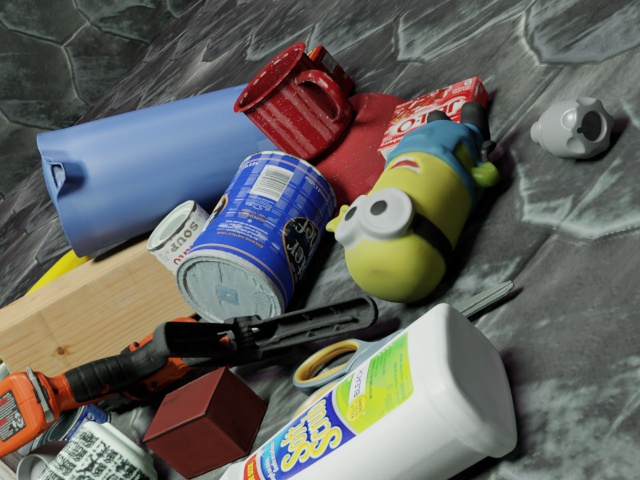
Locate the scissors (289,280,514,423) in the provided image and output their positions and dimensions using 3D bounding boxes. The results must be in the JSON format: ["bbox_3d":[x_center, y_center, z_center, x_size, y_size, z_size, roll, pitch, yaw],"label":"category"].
[{"bbox_3d":[0.045,0.089,0.741,0.202,0.016,0.096,-23,31,45],"label":"scissors"}]

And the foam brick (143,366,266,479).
[{"bbox_3d":[-0.091,0.144,0.843,0.078,0.051,0.053,-29,25,37],"label":"foam brick"}]

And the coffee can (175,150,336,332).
[{"bbox_3d":[-0.056,0.001,0.974,0.103,0.102,0.140,-25,29,44],"label":"coffee can"}]

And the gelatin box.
[{"bbox_3d":[0.102,-0.104,0.954,0.089,0.030,0.073,-17,32,33],"label":"gelatin box"}]

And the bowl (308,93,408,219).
[{"bbox_3d":[0.029,-0.095,1.060,0.162,0.055,0.162,-39,21,17],"label":"bowl"}]

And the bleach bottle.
[{"bbox_3d":[0.001,0.145,0.655,0.251,0.068,0.102,-39,21,22],"label":"bleach bottle"}]

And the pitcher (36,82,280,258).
[{"bbox_3d":[-0.160,-0.078,1.110,0.242,0.145,0.149,-18,35,-6],"label":"pitcher"}]

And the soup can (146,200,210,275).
[{"bbox_3d":[-0.112,0.018,1.051,0.069,0.102,0.068,-38,21,18],"label":"soup can"}]

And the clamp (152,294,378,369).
[{"bbox_3d":[-0.068,0.078,0.835,0.210,0.164,0.036,149,114,-65],"label":"clamp"}]

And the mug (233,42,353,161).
[{"bbox_3d":[-0.016,-0.130,1.012,0.117,0.081,0.093,-14,36,55],"label":"mug"}]

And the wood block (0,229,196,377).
[{"bbox_3d":[-0.230,0.074,1.095,0.205,0.091,0.090,-30,15,-18],"label":"wood block"}]

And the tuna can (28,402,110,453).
[{"bbox_3d":[-0.255,0.198,1.080,0.086,0.033,0.086,-38,22,18],"label":"tuna can"}]

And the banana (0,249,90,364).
[{"bbox_3d":[-0.317,0.078,1.186,0.197,0.037,0.070,-48,3,-9],"label":"banana"}]

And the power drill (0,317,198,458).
[{"bbox_3d":[-0.213,0.136,0.971,0.187,0.057,0.185,-19,-13,-44],"label":"power drill"}]
